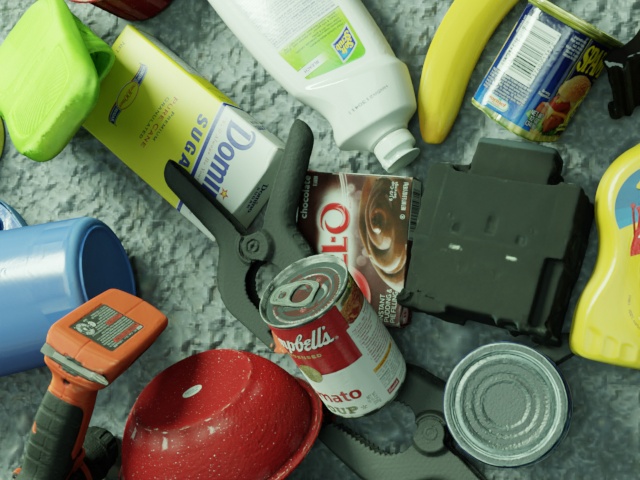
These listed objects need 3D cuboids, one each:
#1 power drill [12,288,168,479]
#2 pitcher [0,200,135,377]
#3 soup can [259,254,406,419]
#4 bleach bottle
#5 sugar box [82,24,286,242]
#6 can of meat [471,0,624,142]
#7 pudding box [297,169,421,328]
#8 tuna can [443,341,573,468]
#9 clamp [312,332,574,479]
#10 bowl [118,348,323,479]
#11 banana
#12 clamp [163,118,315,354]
[{"bbox_3d":[-0.175,0.132,0.781,0.057,0.184,0.188,26,110,6],"label":"power drill"},{"bbox_3d":[-0.281,0.045,0.878,0.243,0.145,0.149,-12,111,16],"label":"pitcher"},{"bbox_3d":[0.011,0.069,0.751,0.069,0.102,0.068,-22,34,16],"label":"soup can"},{"bbox_3d":[-0.012,-0.154,0.818,0.103,0.068,0.251,-37,75,14],"label":"bleach bottle"},{"bbox_3d":[-0.113,-0.086,0.862,0.176,0.048,0.093,40,102,20],"label":"sugar box"},{"bbox_3d":[0.154,-0.116,0.731,0.057,0.102,0.084,36,108,20],"label":"can of meat"},{"bbox_3d":[0.027,0.006,0.806,0.090,0.039,0.113,5,88,21],"label":"pudding box"},{"bbox_3d":[0.127,0.112,0.727,0.086,0.033,0.086,-3,79,16],"label":"tuna can"},{"bbox_3d":[0.091,0.131,0.774,0.210,0.036,0.164,12,83,22],"label":"clamp"},{"bbox_3d":[-0.082,0.128,0.773,0.162,0.162,0.055,-13,118,19],"label":"bowl"},{"bbox_3d":[0.128,-0.162,0.783,0.198,0.037,0.070,-46,72,12],"label":"banana"},{"bbox_3d":[-0.055,0.001,0.799,0.120,0.039,0.171,-7,85,22],"label":"clamp"}]
